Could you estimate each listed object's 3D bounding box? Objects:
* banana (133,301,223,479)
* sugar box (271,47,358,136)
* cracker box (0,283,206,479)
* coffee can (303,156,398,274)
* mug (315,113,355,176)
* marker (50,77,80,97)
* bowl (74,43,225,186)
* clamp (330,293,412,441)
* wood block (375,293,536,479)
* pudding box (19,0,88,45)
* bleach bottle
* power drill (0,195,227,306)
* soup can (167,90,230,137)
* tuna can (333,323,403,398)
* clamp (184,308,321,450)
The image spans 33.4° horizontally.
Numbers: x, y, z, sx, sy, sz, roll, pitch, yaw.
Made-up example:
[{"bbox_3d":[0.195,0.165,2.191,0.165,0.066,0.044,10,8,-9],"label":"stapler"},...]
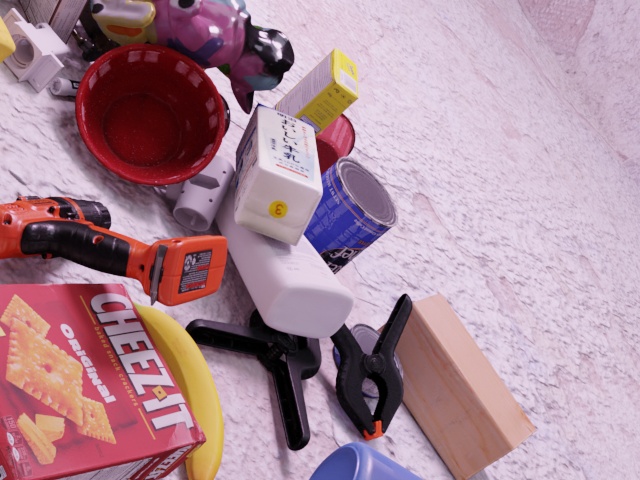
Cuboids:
[{"bbox_3d":[-0.126,0.135,0.972,0.069,0.037,0.198,-7,58,-40],"label":"banana"},{"bbox_3d":[-0.027,-0.158,1.366,0.048,0.176,0.093,36,29,-22],"label":"sugar box"},{"bbox_3d":[-0.205,0.115,0.824,0.213,0.072,0.164,2,53,-58],"label":"cracker box"},{"bbox_3d":[0.008,-0.016,1.268,0.102,0.140,0.103,37,28,-24],"label":"coffee can"},{"bbox_3d":[-0.007,-0.137,1.460,0.081,0.093,0.117,-72,147,-56],"label":"mug"},{"bbox_3d":[-0.252,-0.166,1.197,0.120,0.020,0.020,0,54,-58],"label":"marker"},{"bbox_3d":[-0.188,-0.129,1.156,0.162,0.055,0.162,6,74,-20],"label":"bowl"},{"bbox_3d":[0.061,0.133,1.191,0.120,0.039,0.171,-8,79,-17],"label":"clamp"},{"bbox_3d":[0.157,0.177,1.303,0.206,0.090,0.090,56,26,12],"label":"wood block"},{"bbox_3d":[-0.294,-0.285,1.184,0.039,0.114,0.090,-9,61,-40],"label":"pudding box"},{"bbox_3d":[-0.058,0.001,1.193,0.102,0.068,0.251,15,28,-35],"label":"bleach bottle"},{"bbox_3d":[-0.181,0.004,0.934,0.188,0.057,0.184,13,10,18],"label":"power drill"},{"bbox_3d":[-0.162,-0.147,1.260,0.068,0.069,0.102,56,27,14],"label":"soup can"},{"bbox_3d":[0.055,0.142,1.252,0.086,0.034,0.086,37,28,-24],"label":"tuna can"},{"bbox_3d":[-0.054,0.111,1.114,0.164,0.036,0.209,45,23,-6],"label":"clamp"}]
